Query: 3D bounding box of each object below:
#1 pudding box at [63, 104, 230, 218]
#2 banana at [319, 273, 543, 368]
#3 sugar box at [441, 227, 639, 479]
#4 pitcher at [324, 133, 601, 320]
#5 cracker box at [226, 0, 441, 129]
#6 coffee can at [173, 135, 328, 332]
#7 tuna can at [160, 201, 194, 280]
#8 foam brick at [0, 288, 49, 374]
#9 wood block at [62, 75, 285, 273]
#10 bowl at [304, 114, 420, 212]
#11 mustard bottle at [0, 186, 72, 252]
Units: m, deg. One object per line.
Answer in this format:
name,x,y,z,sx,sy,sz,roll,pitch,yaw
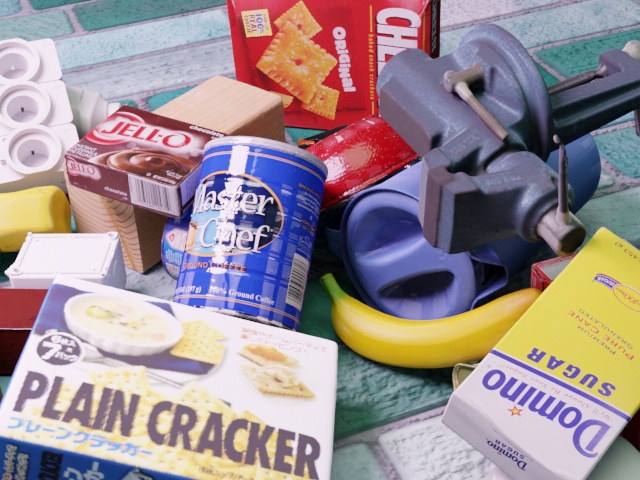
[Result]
pudding box,-0.146,-0.069,0.907,0.114,0.039,0.090,19,42,18
banana,0.081,0.066,0.818,0.198,0.069,0.037,2,23,35
sugar box,0.167,0.077,0.683,0.093,0.048,0.176,37,57,18
pitcher,0.130,-0.030,0.921,0.149,0.145,0.242,49,49,10
cracker box,0.015,-0.198,1.123,0.214,0.164,0.072,7,38,13
coffee can,-0.056,0.001,0.846,0.103,0.102,0.140,7,75,13
tuna can,-0.100,-0.001,0.924,0.034,0.086,0.086,18,40,28
foam brick,-0.240,0.074,0.859,0.078,0.051,0.053,1,37,6
wood block,-0.131,-0.069,1.016,0.090,0.091,0.205,23,43,31
bowl,0.020,-0.068,0.957,0.162,0.055,0.162,-28,3,1
mustard bottle,-0.326,-0.012,0.957,0.191,0.058,0.096,-5,-5,-2
